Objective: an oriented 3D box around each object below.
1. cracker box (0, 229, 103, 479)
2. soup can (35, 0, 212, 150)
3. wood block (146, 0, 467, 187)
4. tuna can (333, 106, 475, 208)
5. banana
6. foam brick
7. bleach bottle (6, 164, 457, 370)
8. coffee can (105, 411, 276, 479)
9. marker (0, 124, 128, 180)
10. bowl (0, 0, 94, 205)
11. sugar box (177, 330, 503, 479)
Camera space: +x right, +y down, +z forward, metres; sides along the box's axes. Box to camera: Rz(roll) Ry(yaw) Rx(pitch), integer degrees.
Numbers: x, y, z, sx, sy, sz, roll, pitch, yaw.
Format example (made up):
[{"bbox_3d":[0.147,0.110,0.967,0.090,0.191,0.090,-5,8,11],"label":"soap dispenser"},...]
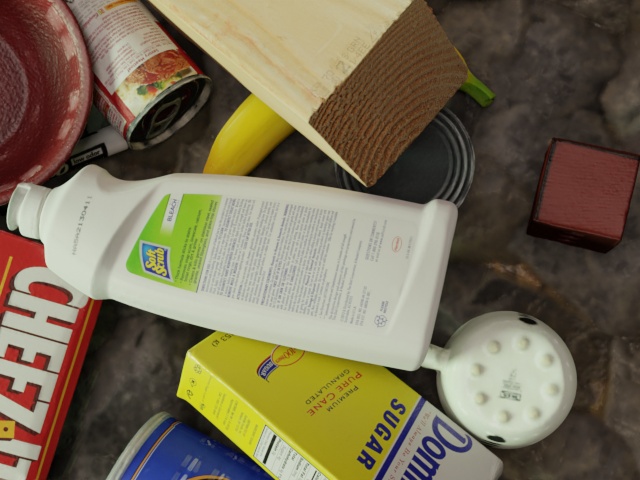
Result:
[{"bbox_3d":[-0.254,0.061,0.651,0.213,0.072,0.164,18,86,-13],"label":"cracker box"},{"bbox_3d":[-0.128,-0.118,0.691,0.068,0.068,0.102,-41,80,1],"label":"soup can"},{"bbox_3d":[-0.024,-0.135,0.631,0.090,0.090,0.206,-49,57,1],"label":"wood block"},{"bbox_3d":[0.051,-0.049,0.665,0.086,0.034,0.086,0,104,-2],"label":"tuna can"},{"bbox_3d":[0.009,-0.092,0.686,0.198,0.037,0.069,-18,81,5],"label":"banana"},{"bbox_3d":[0.156,-0.025,0.641,0.053,0.078,0.051,13,86,10],"label":"foam brick"},{"bbox_3d":[-0.054,0.001,0.619,0.251,0.068,0.102,13,75,3],"label":"bleach bottle"},{"bbox_3d":[-0.057,0.178,0.632,0.140,0.103,0.103,26,87,9],"label":"coffee can"},{"bbox_3d":[-0.183,-0.046,0.692,0.121,0.020,0.020,-25,81,-19],"label":"marker"},{"bbox_3d":[-0.223,-0.096,0.653,0.162,0.055,0.162,0,89,-18],"label":"bowl"},{"bbox_3d":[0.011,0.109,0.622,0.176,0.093,0.048,35,132,21],"label":"sugar box"}]
